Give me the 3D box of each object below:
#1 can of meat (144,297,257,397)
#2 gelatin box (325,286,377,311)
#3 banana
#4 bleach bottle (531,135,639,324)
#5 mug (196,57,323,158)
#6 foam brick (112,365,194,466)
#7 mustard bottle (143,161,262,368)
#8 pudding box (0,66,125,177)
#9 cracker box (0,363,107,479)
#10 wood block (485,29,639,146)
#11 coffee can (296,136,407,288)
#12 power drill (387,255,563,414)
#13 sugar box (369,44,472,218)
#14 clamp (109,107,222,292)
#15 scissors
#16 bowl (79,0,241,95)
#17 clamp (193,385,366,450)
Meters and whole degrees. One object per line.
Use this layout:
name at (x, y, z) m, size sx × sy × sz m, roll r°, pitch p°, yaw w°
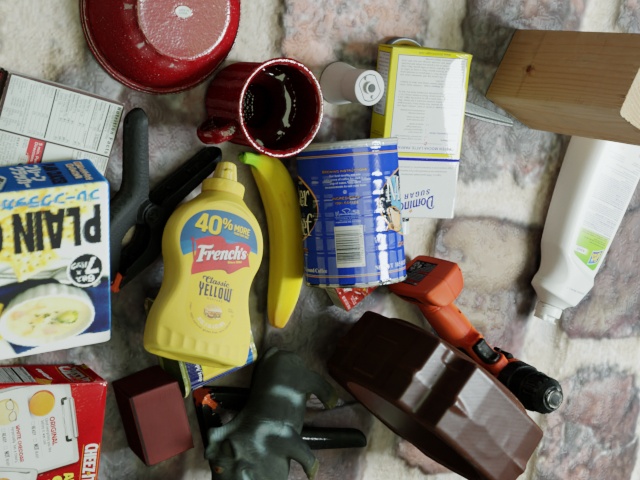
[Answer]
can of meat at (-0.117, 0.091, 1.053) m, size 0.083 × 0.058 × 0.102 m, roll -22°, pitch 112°, yaw -26°
gelatin box at (0.030, 0.019, 1.138) m, size 0.073 × 0.030 × 0.089 m, roll -39°, pitch 118°, yaw -17°
banana at (-0.045, -0.010, 1.079) m, size 0.069 × 0.037 × 0.198 m, roll -30°, pitch 120°, yaw -36°
bleach bottle at (0.308, -0.023, 1.274) m, size 0.102 × 0.068 × 0.251 m, roll 20°, pitch 94°, yaw -32°
mug at (-0.066, -0.123, 1.014) m, size 0.117 × 0.082 × 0.093 m, roll -35°, pitch 116°, yaw -23°
foam brick at (-0.164, 0.171, 1.047) m, size 0.051 × 0.053 × 0.078 m, roll -20°, pitch 112°, yaw -25°
mustard bottle at (-0.103, 0.018, 0.998) m, size 0.096 × 0.058 × 0.191 m, roll 16°, pitch 73°, yaw -25°
pudding box at (-0.240, -0.095, 0.948) m, size 0.113 × 0.039 × 0.090 m, roll 13°, pitch 95°, yaw -34°
cracker box at (-0.311, 0.197, 0.957) m, size 0.213 × 0.072 × 0.164 m, roll 2°, pitch 101°, yaw -32°
wood block at (0.288, -0.165, 1.141) m, size 0.090 × 0.206 × 0.091 m, roll 27°, pitch 87°, yaw -32°
coffee can at (0.030, -0.029, 1.055) m, size 0.102 × 0.103 × 0.140 m, roll -7°, pitch 96°, yaw -29°
power drill at (0.166, 0.106, 1.160) m, size 0.057 × 0.185 × 0.187 m, roll -42°, pitch 109°, yaw -16°
sugar box at (0.100, -0.113, 1.116) m, size 0.093 × 0.048 × 0.176 m, roll 1°, pitch 106°, yaw -19°
clamp at (-0.170, -0.038, 0.993) m, size 0.120 × 0.039 × 0.171 m, roll 36°, pitch 80°, yaw -44°
scissors at (0.136, -0.171, 1.163) m, size 0.201 × 0.016 × 0.096 m, roll -4°, pitch 104°, yaw -30°
bowl at (-0.134, -0.211, 0.972) m, size 0.161 × 0.055 × 0.162 m, roll -7°, pitch 106°, yaw -28°
clamp at (-0.063, 0.230, 1.129) m, size 0.209 × 0.036 × 0.164 m, roll 38°, pitch 81°, yaw -29°
